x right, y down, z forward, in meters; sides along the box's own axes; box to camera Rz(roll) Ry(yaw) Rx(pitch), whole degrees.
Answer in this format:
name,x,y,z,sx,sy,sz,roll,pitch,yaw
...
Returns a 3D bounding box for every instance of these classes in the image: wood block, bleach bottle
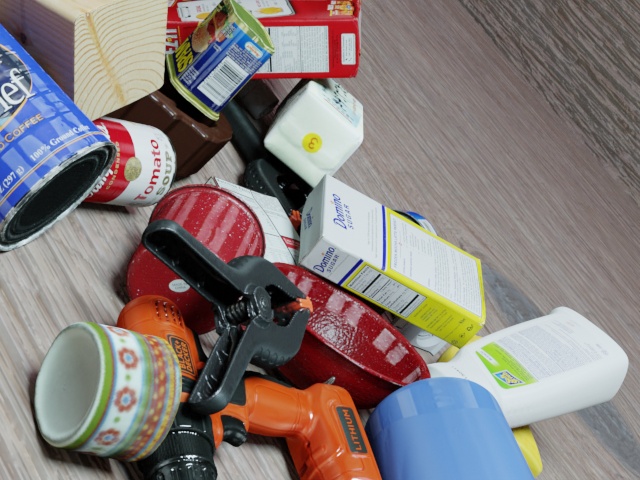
name,x,y,z,sx,sy,sz,roll,pitch,yaw
wood block,-0.218,-0.178,0.783,0.206,0.091,0.090,32,44,23
bleach bottle,0.163,0.120,0.949,0.250,0.068,0.103,-6,34,-40

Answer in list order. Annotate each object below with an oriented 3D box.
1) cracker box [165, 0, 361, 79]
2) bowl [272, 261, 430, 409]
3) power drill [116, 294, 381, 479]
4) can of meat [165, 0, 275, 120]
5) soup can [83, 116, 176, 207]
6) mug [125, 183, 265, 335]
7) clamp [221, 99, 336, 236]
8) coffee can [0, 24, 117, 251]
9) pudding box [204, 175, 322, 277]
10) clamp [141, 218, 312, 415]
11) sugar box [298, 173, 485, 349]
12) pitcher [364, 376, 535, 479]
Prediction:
name,x,y,z,sx,sy,sz,roll,pitch,yaw
cracker box,-0.063,-0.223,1.136,0.213,0.072,0.164,-1,26,3
bowl,0.008,0.086,0.856,0.162,0.055,0.162,32,12,-8
power drill,-0.046,0.130,0.701,0.187,0.057,0.184,29,26,-36
can of meat,-0.090,-0.168,0.967,0.057,0.084,0.102,40,13,-26
soup can,-0.167,-0.061,0.814,0.068,0.069,0.102,54,23,22
mug,-0.086,0.026,0.784,0.117,0.093,0.081,51,24,-16
clamp,-0.031,-0.055,1.093,0.164,0.036,0.210,33,21,-27
coffee can,-0.219,-0.078,0.703,0.140,0.103,0.102,47,21,3
pudding box,-0.056,0.001,0.944,0.089,0.039,0.113,17,33,-49
clamp,-0.057,0.038,0.696,0.171,0.039,0.120,-16,90,-70
sugar box,0.065,0.019,0.953,0.176,0.048,0.093,27,35,-17
pitcher,0.114,0.210,0.720,0.149,0.145,0.243,33,25,-31
